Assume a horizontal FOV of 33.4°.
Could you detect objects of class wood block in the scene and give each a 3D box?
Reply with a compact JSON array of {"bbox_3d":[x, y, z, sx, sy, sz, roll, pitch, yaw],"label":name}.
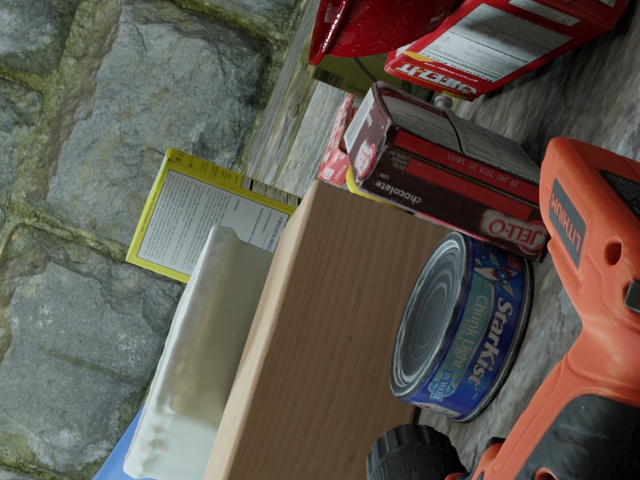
[{"bbox_3d":[0.001,0.084,0.602,0.090,0.090,0.206,126,162,-63],"label":"wood block"}]

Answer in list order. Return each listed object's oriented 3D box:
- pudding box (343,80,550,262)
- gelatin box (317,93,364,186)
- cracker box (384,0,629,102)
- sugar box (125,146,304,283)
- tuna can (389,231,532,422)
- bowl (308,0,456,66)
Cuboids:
[{"bbox_3d":[0.061,-0.036,0.516,0.113,0.090,0.039,-93,27,-71],"label":"pudding box"},{"bbox_3d":[0.029,-0.109,1.072,0.073,0.030,0.089,129,160,-65],"label":"gelatin box"},{"bbox_3d":[0.114,-0.175,0.579,0.214,0.072,0.164,169,121,-81],"label":"cracker box"},{"bbox_3d":[-0.056,0.001,0.853,0.048,0.176,0.093,-96,29,-68],"label":"sugar box"},{"bbox_3d":[0.064,0.040,0.502,0.086,0.033,0.086,-160,91,-81],"label":"tuna can"},{"bbox_3d":[0.045,-0.154,0.521,0.162,0.055,0.162,-162,91,-82],"label":"bowl"}]
